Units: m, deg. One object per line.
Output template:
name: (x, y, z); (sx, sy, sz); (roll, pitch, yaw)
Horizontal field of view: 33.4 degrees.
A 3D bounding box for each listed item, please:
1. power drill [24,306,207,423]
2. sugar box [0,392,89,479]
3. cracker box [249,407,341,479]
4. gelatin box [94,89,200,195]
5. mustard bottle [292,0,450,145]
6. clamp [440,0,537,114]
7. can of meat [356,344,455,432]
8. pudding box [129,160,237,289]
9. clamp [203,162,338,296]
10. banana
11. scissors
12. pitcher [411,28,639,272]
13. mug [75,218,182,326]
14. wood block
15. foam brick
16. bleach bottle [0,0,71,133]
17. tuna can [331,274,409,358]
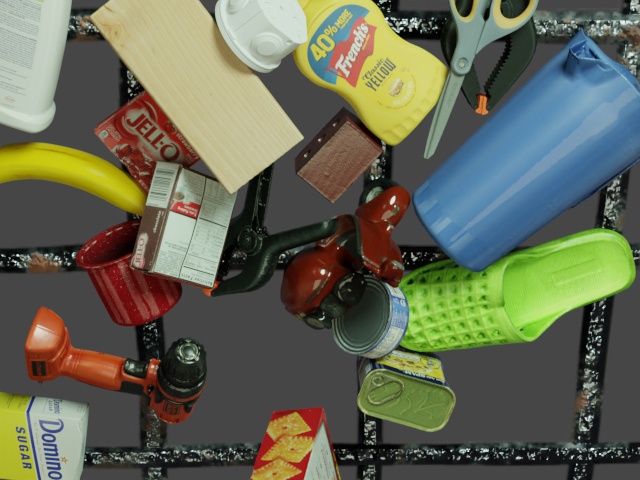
power drill: (-0.212, 0.129, 1.119); (0.187, 0.057, 0.185); (18, 149, -3)
sugar box: (-0.354, 0.220, 1.200); (0.176, 0.048, 0.093); (8, 111, -3)
cracker box: (-0.028, 0.307, 1.152); (0.072, 0.213, 0.164); (-7, 113, 14)
gelatin box: (-0.172, -0.101, 1.083); (0.073, 0.030, 0.089); (-34, 109, 11)
mustard bottle: (0.029, -0.186, 1.039); (0.191, 0.058, 0.096); (39, 99, -14)
clamp: (0.178, -0.229, 1.037); (0.164, 0.036, 0.210); (-2, 108, 0)
can of meat: (0.089, 0.154, 1.163); (0.102, 0.084, 0.057); (17, 111, -8)
pudding box: (-0.135, -0.014, 1.070); (0.089, 0.039, 0.113); (21, 83, -51)
clamp: (-0.057, 0.001, 1.102); (0.120, 0.039, 0.172); (43, 115, 28)
banana: (-0.266, -0.066, 1.095); (0.197, 0.037, 0.070); (6, 129, -3)
scissors: (0.154, -0.175, 1.021); (0.096, 0.016, 0.202); (3, 104, -4)
pitcher: (0.218, -0.077, 1.060); (0.243, 0.145, 0.149); (-41, 95, 18)
mug: (-0.186, 0.029, 1.113); (0.117, 0.093, 0.081); (-35, 119, -27)
wood block: (-0.116, -0.155, 1.015); (0.091, 0.090, 0.206); (-38, 102, 2)
foam brick: (0.018, -0.087, 1.082); (0.051, 0.053, 0.078); (40, 105, -16)
bleach bottle: (-0.270, -0.230, 0.990); (0.102, 0.068, 0.251); (20, 119, -8)
tuna can: (0.053, 0.081, 1.132); (0.033, 0.086, 0.086); (20, 113, -41)
